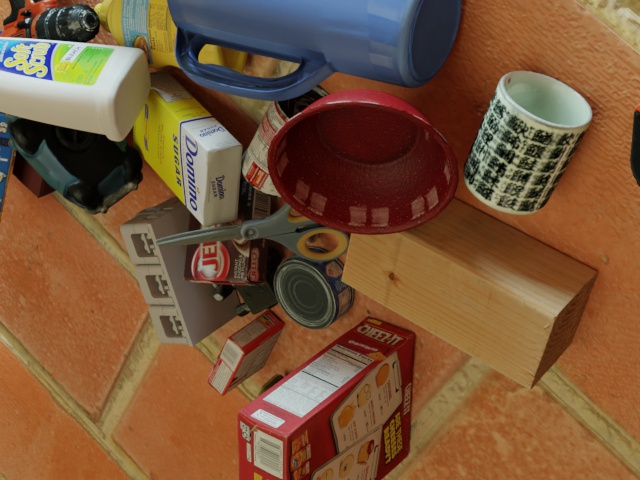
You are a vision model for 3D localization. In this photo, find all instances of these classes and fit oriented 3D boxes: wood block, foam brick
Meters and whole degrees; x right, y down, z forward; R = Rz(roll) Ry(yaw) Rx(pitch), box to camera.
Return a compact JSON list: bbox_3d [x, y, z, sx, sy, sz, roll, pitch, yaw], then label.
[{"bbox_3d":[0.133,0.034,0.979,0.206,0.090,0.091,30,130,24],"label":"wood block"},{"bbox_3d":[-0.325,-0.098,1.295,0.053,0.078,0.051,40,134,18],"label":"foam brick"}]

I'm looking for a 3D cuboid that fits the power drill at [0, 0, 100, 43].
[{"bbox_3d":[-0.311,-0.290,1.159,0.185,0.057,0.187,-4,99,47],"label":"power drill"}]

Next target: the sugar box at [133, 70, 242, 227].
[{"bbox_3d":[-0.144,-0.099,1.124,0.176,0.048,0.093,47,141,44],"label":"sugar box"}]

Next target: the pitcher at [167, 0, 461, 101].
[{"bbox_3d":[-0.010,-0.203,0.933,0.243,0.144,0.149,21,124,27],"label":"pitcher"}]

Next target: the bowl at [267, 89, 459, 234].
[{"bbox_3d":[0.038,-0.076,0.908,0.162,0.055,0.162,6,140,5],"label":"bowl"}]

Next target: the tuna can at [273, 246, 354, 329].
[{"bbox_3d":[-0.008,0.052,1.145,0.086,0.033,0.086,20,125,31],"label":"tuna can"}]

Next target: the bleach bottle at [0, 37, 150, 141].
[{"bbox_3d":[-0.309,-0.166,1.101,0.251,0.102,0.068,8,136,12],"label":"bleach bottle"}]

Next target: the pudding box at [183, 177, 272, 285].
[{"bbox_3d":[-0.099,-0.009,1.146,0.090,0.039,0.113,-1,79,35],"label":"pudding box"}]

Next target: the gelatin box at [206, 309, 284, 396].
[{"bbox_3d":[-0.087,0.129,1.226,0.030,0.073,0.089,42,134,15],"label":"gelatin box"}]

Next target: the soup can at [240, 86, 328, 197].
[{"bbox_3d":[-0.032,-0.099,1.057,0.068,0.068,0.102,45,134,11],"label":"soup can"}]

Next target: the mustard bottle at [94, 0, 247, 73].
[{"bbox_3d":[-0.162,-0.224,1.102,0.192,0.058,0.096,16,118,33],"label":"mustard bottle"}]

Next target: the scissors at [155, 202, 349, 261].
[{"bbox_3d":[-0.057,0.001,1.093,0.202,0.016,0.096,-21,124,7],"label":"scissors"}]

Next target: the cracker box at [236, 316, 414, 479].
[{"bbox_3d":[0.008,0.198,1.087,0.072,0.213,0.164,21,125,32],"label":"cracker box"}]
